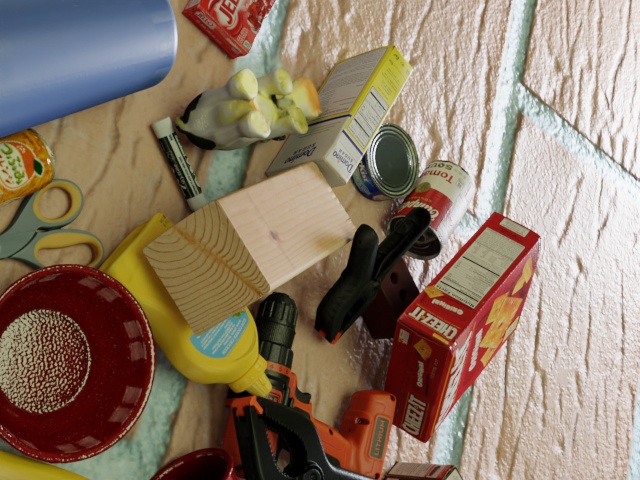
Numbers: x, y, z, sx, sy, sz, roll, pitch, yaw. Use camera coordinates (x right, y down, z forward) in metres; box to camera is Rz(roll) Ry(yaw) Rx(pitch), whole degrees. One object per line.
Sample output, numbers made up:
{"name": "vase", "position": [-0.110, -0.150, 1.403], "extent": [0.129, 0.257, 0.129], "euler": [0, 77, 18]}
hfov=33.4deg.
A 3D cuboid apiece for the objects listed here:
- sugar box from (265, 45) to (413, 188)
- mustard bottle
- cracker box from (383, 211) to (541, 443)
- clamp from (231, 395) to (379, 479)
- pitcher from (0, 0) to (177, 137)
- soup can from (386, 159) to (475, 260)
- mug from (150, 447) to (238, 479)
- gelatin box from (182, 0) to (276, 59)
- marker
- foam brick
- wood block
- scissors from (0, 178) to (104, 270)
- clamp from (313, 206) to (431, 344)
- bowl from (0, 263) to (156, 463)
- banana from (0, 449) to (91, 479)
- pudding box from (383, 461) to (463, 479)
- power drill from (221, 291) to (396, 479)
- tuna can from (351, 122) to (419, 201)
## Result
{"name": "sugar box", "position": [0.022, -0.126, 1.124], "extent": [0.048, 0.094, 0.176], "euler": [45, 57, -28]}
{"name": "mustard bottle", "position": [-0.112, 0.072, 0.970], "extent": [0.191, 0.058, 0.096], "euler": [48, 39, -14]}
{"name": "cracker box", "position": [0.156, 0.095, 1.173], "extent": [0.213, 0.072, 0.164], "euler": [-44, 152, -39]}
{"name": "clamp", "position": [-0.020, 0.234, 0.991], "extent": [0.210, 0.036, 0.164], "euler": [52, 46, -22]}
{"name": "pitcher", "position": [-0.243, -0.163, 0.871], "extent": [0.242, 0.145, 0.149], "euler": [-25, 113, -46]}
{"name": "soup can", "position": [0.128, -0.036, 1.225], "extent": [0.068, 0.069, 0.102], "euler": [53, 52, -24]}
{"name": "mug", "position": [-0.110, 0.253, 0.946], "extent": [0.117, 0.093, 0.081], "euler": [-42, 117, -37]}
{"name": "gelatin box", "position": [-0.089, -0.240, 1.081], "extent": [0.073, 0.030, 0.089], "euler": [42, 57, -30]}
{"name": "marker", "position": [-0.129, -0.060, 1.024], "extent": [0.020, 0.020, 0.121], "euler": [-35, 107, -40]}
{"name": "foam brick", "position": [0.073, 0.062, 1.170], "extent": [0.052, 0.051, 0.078], "euler": [-44, 112, -38]}
{"name": "wood block", "position": [-0.056, 0.001, 0.974], "extent": [0.091, 0.090, 0.205], "euler": [58, 26, 1]}
{"name": "scissors", "position": [-0.269, -0.011, 0.888], "extent": [0.201, 0.016, 0.096], "euler": [7, 77, -43]}
{"name": "clamp", "position": [0.038, 0.038, 1.072], "extent": [0.120, 0.039, 0.172], "euler": [0, 128, -55]}
{"name": "bowl", "position": [-0.219, 0.101, 0.885], "extent": [0.161, 0.055, 0.162], "euler": [4, 84, -39]}
{"name": "banana", "position": [-0.255, 0.182, 0.831], "extent": [0.197, 0.070, 0.037], "euler": [25, 79, -32]}
{"name": "pudding box", "position": [0.129, 0.295, 1.160], "extent": [0.039, 0.090, 0.113], "euler": [-46, 114, -37]}
{"name": "power drill", "position": [-0.009, 0.163, 1.076], "extent": [0.187, 0.057, 0.184], "euler": [26, 71, -34]}
{"name": "tuna can", "position": [0.071, -0.088, 1.203], "extent": [0.085, 0.034, 0.086], "euler": [8, 78, -42]}
